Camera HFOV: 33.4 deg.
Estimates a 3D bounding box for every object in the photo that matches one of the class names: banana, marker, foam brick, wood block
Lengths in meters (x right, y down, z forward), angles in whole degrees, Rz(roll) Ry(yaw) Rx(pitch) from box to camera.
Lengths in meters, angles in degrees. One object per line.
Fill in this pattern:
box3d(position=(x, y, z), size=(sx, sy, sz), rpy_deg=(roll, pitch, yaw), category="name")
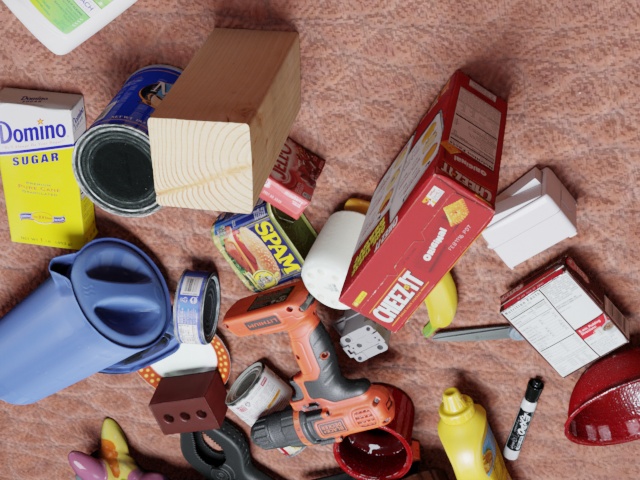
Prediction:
box3d(position=(0.098, 0.028, 1.153), size=(0.070, 0.037, 0.197), rpy_deg=(-21, 115, 24), category="banana")
box3d(position=(0.237, 0.208, 1.248), size=(0.020, 0.020, 0.121), rpy_deg=(14, 125, 4), category="marker")
box3d(position=(-0.157, 0.196, 1.288), size=(0.078, 0.051, 0.053), rpy_deg=(-11, 120, 19), category="foam brick")
box3d(position=(-0.083, -0.118, 1.000), size=(0.091, 0.206, 0.090), rpy_deg=(5, 124, 9), category="wood block")

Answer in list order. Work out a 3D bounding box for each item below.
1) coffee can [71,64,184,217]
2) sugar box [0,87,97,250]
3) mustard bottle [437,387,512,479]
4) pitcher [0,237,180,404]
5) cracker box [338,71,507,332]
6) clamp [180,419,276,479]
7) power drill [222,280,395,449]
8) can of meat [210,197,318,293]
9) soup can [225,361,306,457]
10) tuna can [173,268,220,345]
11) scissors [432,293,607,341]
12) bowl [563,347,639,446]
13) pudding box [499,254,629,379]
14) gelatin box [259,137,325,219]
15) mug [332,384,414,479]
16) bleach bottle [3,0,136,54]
box3d(position=(-0.175, -0.102, 1.072), size=(0.103, 0.140, 0.103), rpy_deg=(6, 123, 9), category="coffee can")
box3d(position=(-0.303, -0.077, 1.176), size=(0.093, 0.048, 0.176), rpy_deg=(6, 125, 9), category="sugar box")
box3d(position=(0.179, 0.248, 1.241), size=(0.058, 0.096, 0.191), rpy_deg=(-12, 119, 21), category="mustard bottle")
box3d(position=(-0.287, 0.109, 1.241), size=(0.243, 0.144, 0.149), rpy_deg=(-31, 86, 37), category="pitcher")
box3d(position=(0.102, -0.039, 1.001), size=(0.072, 0.213, 0.164), rpy_deg=(30, 124, -7), category="cracker box")
box3d(position=(-0.127, 0.298, 1.383), size=(0.165, 0.036, 0.210), rpy_deg=(-22, 113, 32), category="clamp")
box3d(position=(-0.031, 0.145, 1.180), size=(0.185, 0.057, 0.187), rpy_deg=(-19, 111, 27), category="power drill")
box3d(position=(-0.058, 0.001, 1.163), size=(0.084, 0.057, 0.102), rpy_deg=(-22, 115, 27), category="can of meat")
box3d(position=(-0.056, 0.203, 1.286), size=(0.102, 0.068, 0.069), rpy_deg=(43, 122, -15), category="soup can")
box3d(position=(-0.139, 0.076, 1.212), size=(0.034, 0.086, 0.086), rpy_deg=(4, 123, 8), category="tuna can")
box3d(position=(0.228, 0.085, 1.172), size=(0.202, 0.016, 0.096), rpy_deg=(8, 122, 8), category="scissors")
box3d(position=(0.333, 0.162, 1.150), size=(0.162, 0.055, 0.162), rpy_deg=(-9, 146, -6), category="bowl")
box3d(position=(0.259, 0.082, 1.130), size=(0.090, 0.039, 0.113), rpy_deg=(-36, 106, 29), category="pudding box")
box3d(position=(-0.039, -0.070, 1.091), size=(0.073, 0.089, 0.030), rpy_deg=(32, 124, -8), category="gelatin box")
box3d(position=(0.057, 0.219, 1.260), size=(0.117, 0.081, 0.093), rpy_deg=(30, 124, -7), category="mug")
box3d(position=(-0.187, -0.283, 1.006), size=(0.251, 0.068, 0.102), rpy_deg=(-32, 111, 26), category="bleach bottle")
